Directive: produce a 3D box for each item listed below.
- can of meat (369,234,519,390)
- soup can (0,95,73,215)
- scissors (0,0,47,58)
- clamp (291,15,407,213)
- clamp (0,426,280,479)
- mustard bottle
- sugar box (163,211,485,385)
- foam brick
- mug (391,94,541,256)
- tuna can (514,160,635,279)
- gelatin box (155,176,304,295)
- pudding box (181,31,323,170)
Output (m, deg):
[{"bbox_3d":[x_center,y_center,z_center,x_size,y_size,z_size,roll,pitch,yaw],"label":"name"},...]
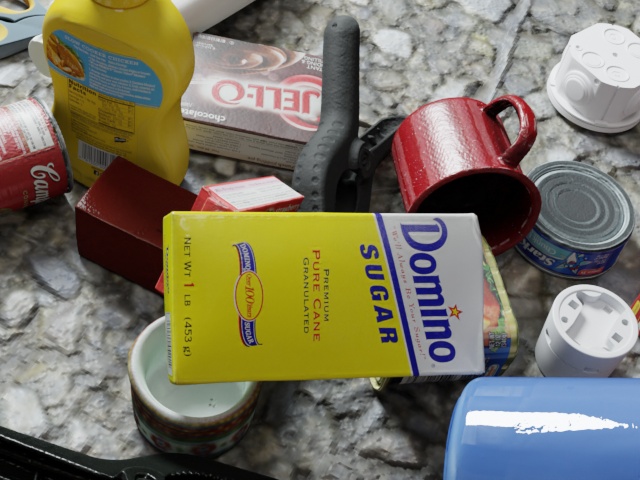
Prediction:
[{"bbox_3d":[0.070,0.042,0.678,0.083,0.057,0.102,-1,53,-15],"label":"can of meat"},{"bbox_3d":[-0.220,-0.047,0.688,0.102,0.068,0.068,-22,59,-25],"label":"soup can"},{"bbox_3d":[-0.201,-0.148,0.806,0.202,0.016,0.096,24,53,9],"label":"scissors"},{"bbox_3d":[0.013,-0.065,0.723,0.039,0.120,0.171,-7,44,32],"label":"clamp"},{"bbox_3d":[-0.103,0.135,0.555,0.209,0.036,0.165,7,17,-34],"label":"clamp"},{"bbox_3d":[-0.128,-0.110,0.675,0.096,0.192,0.058,23,51,8],"label":"mustard bottle"},{"bbox_3d":[0.003,0.031,0.591,0.176,0.048,0.093,-1,87,-13],"label":"sugar box"},{"bbox_3d":[-0.112,-0.007,0.687,0.078,0.051,0.053,27,53,11],"label":"foam brick"},{"bbox_3d":[0.101,-0.051,0.724,0.093,0.117,0.081,17,41,-28],"label":"mug"},{"bbox_3d":[0.178,-0.016,0.757,0.086,0.034,0.086,5,51,-6],"label":"tuna can"},{"bbox_3d":[-0.054,0.001,0.654,0.030,0.073,0.089,35,21,17],"label":"gelatin box"},{"bbox_3d":[-0.047,-0.101,0.781,0.113,0.039,0.090,9,51,-3],"label":"pudding box"}]
